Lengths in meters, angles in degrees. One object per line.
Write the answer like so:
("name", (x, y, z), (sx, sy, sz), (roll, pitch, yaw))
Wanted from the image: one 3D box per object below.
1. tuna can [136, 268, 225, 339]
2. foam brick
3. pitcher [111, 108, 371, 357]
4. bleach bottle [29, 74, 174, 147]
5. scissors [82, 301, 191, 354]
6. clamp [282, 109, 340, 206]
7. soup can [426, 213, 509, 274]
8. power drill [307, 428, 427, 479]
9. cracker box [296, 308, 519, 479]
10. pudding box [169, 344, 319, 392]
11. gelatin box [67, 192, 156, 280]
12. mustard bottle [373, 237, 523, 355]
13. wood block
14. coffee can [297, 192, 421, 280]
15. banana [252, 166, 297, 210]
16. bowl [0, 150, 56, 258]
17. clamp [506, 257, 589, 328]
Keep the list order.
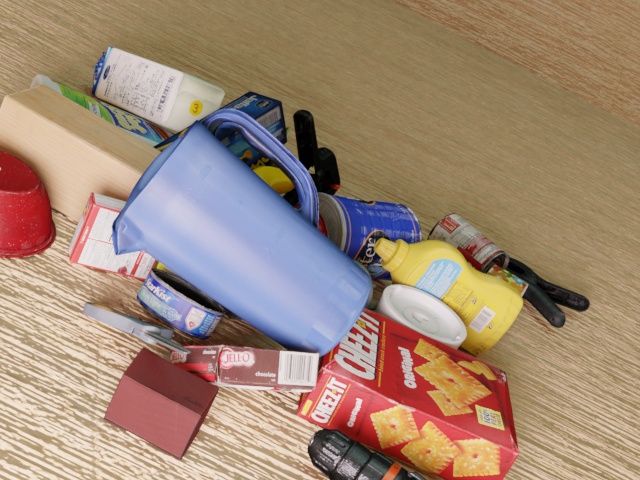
("tuna can", (-0.139, 0.063, 1.063), (0.086, 0.034, 0.086), (31, 3, -2))
("foam brick", (-0.137, 0.140, 0.919), (0.078, 0.051, 0.053), (28, 24, 2))
("pitcher", (-0.066, -0.002, 1.037), (0.242, 0.149, 0.145), (38, 24, -11))
("bleach bottle", (-0.244, -0.127, 1.342), (0.250, 0.068, 0.103), (18, 22, -29))
("scissors", (-0.144, 0.087, 0.965), (0.096, 0.016, 0.202), (23, -6, -43))
("clamp", (-0.014, -0.092, 1.427), (0.036, 0.164, 0.209), (20, 11, 18))
("soup can", (0.210, 0.016, 1.527), (0.102, 0.069, 0.068), (42, 27, 30))
("power drill", (0.043, 0.244, 0.891), (0.184, 0.057, 0.187), (33, 24, 11))
("cracker box", (0.093, 0.156, 1.107), (0.213, 0.072, 0.164), (25, 23, -5))
("pudding box", (-0.072, 0.118, 0.995), (0.113, 0.039, 0.090), (12, -11, -36))
("gelatin box", (-0.208, -0.003, 1.108), (0.089, 0.073, 0.030), (15, 27, -26))
("mustard bottle", (0.146, 0.055, 1.305), (0.191, 0.096, 0.058), (33, 18, -14))
("wood block", (-0.258, -0.080, 1.192), (0.206, 0.091, 0.090), (30, 23, 6))
("coffee can", (0.043, -0.003, 1.341), (0.140, 0.103, 0.103), (5, 32, -42))
("banana", (-0.061, -0.057, 1.238), (0.069, 0.037, 0.198), (30, 12, -9))
("bowl", (-0.339, -0.050, 1.087), (0.162, 0.055, 0.162), (23, 23, -11))
("clamp", (0.304, 0.070, 1.555), (0.171, 0.039, 0.120), (28, 18, 16))
